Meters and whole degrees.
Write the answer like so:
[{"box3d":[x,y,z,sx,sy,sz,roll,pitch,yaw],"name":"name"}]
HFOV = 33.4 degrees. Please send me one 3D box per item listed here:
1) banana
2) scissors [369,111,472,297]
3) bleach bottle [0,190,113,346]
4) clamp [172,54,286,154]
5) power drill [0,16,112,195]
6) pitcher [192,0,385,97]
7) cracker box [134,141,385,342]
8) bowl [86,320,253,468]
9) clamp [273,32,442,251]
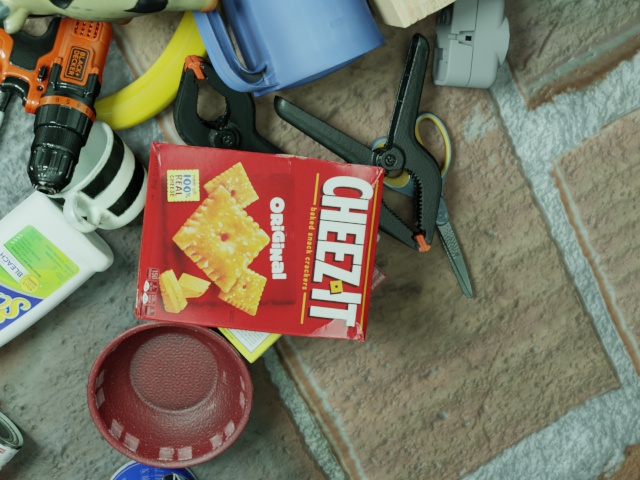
[{"box3d":[-0.156,-0.165,1.016,0.198,0.037,0.069,-41,107,-1],"name":"banana"},{"box3d":[0.103,-0.031,1.102,0.096,0.016,0.202,-8,102,-7],"name":"scissors"},{"box3d":[-0.322,0.067,1.018,0.251,0.068,0.102,-43,105,2],"name":"bleach bottle"},{"box3d":[-0.083,-0.101,1.030,0.120,0.039,0.171,-20,122,-15],"name":"clamp"},{"box3d":[-0.292,-0.142,0.954,0.187,0.057,0.184,15,65,-13],"name":"power drill"},{"box3d":[-0.051,-0.258,0.969,0.145,0.149,0.243,-22,101,9],"name":"pitcher"},{"box3d":[-0.056,0.001,0.984,0.213,0.072,0.164,6,93,-3],"name":"cracker box"},{"box3d":[-0.147,0.143,1.059,0.162,0.055,0.162,-1,109,-3],"name":"bowl"},{"box3d":[0.071,-0.090,1.058,0.164,0.036,0.210,-31,104,-3],"name":"clamp"}]
